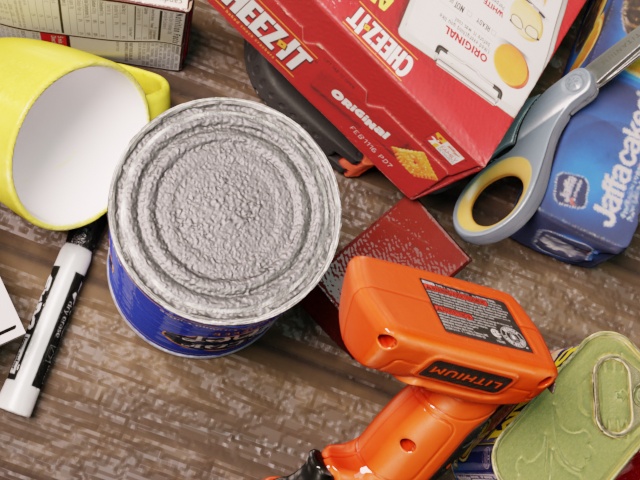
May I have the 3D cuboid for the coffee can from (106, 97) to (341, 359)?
[{"bbox_3d":[-0.053,0.001,0.527,0.102,0.140,0.103,2,78,-11],"label":"coffee can"}]

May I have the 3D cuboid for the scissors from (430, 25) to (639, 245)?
[{"bbox_3d":[0.138,-0.064,0.576,0.202,0.016,0.096,-25,53,22],"label":"scissors"}]

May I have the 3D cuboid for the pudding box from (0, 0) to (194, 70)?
[{"bbox_3d":[-0.124,-0.129,0.567,0.113,0.090,0.039,6,78,-9],"label":"pudding box"}]

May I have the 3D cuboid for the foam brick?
[{"bbox_3d":[0.033,0.020,0.585,0.078,0.053,0.051,-40,88,-15],"label":"foam brick"}]

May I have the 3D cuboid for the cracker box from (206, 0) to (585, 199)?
[{"bbox_3d":[0.057,-0.153,0.579,0.164,0.072,0.213,43,57,-13],"label":"cracker box"}]

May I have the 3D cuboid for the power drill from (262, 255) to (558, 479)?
[{"bbox_3d":[0.005,0.096,0.493,0.184,0.188,0.057,13,34,-30],"label":"power drill"}]

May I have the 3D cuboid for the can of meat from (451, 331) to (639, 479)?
[{"bbox_3d":[0.123,0.101,0.569,0.057,0.084,0.102,45,74,1],"label":"can of meat"}]

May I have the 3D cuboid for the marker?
[{"bbox_3d":[-0.140,0.034,0.566,0.020,0.020,0.121,21,75,-6],"label":"marker"}]

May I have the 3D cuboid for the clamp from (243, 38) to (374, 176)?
[{"bbox_3d":[-0.001,-0.142,0.619,0.164,0.036,0.210,-25,88,-24],"label":"clamp"}]
